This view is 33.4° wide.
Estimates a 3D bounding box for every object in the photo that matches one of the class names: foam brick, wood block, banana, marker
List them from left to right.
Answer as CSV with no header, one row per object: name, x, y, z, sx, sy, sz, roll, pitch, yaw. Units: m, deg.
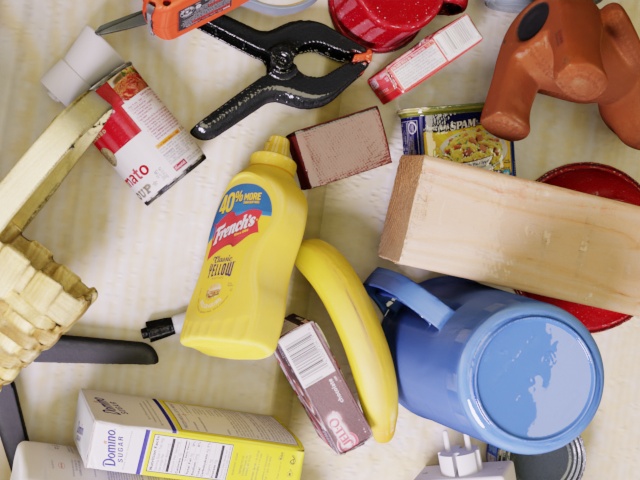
marker,-0.096,0.065,0.928,0.121,0.020,0.020,-15,94,-10
foam brick,0.016,-0.080,0.929,0.078,0.053,0.051,-19,94,-9
banana,0.025,0.073,0.901,0.037,0.070,0.198,-21,76,-25
wood block,0.163,-0.005,0.883,0.206,0.091,0.090,13,92,-9

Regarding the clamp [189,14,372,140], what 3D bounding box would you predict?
clamp,-0.041,-0.141,0.922,0.171,0.039,0.120,3,86,-8

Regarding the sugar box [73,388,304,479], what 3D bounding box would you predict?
sugar box,-0.109,0.164,0.875,0.176,0.093,0.048,9,95,-20

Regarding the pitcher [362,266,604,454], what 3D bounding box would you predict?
pitcher,0.123,0.091,0.855,0.149,0.243,0.145,-3,89,-8

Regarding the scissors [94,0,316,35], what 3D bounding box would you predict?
scissors,-0.097,-0.224,0.907,0.201,0.016,0.096,-7,75,-16

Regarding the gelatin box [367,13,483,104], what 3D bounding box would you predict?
gelatin box,0.089,-0.158,0.931,0.089,0.073,0.030,-35,96,-7

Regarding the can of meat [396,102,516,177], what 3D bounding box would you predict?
can of meat,0.123,-0.078,0.947,0.102,0.057,0.084,-6,94,-10

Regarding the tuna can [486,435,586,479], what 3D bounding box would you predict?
tuna can,0.196,0.198,0.977,0.086,0.034,0.086,0,91,-10

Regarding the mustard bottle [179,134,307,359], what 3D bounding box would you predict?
mustard bottle,-0.056,0.001,0.892,0.058,0.096,0.191,27,68,-36

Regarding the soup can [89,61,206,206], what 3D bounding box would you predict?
soup can,-0.152,-0.088,0.890,0.068,0.068,0.102,-40,98,-8

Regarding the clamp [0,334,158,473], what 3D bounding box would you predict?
clamp,-0.264,0.109,0.888,0.210,0.036,0.164,34,84,-13

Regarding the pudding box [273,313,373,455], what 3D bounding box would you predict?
pudding box,-0.004,0.121,0.910,0.039,0.090,0.113,-27,95,-11

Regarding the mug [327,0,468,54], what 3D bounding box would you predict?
mug,0.071,-0.212,0.922,0.117,0.081,0.093,9,89,-11

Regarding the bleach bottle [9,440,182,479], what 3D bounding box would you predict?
bleach bottle,-0.123,0.217,0.873,0.250,0.103,0.068,10,100,-20
